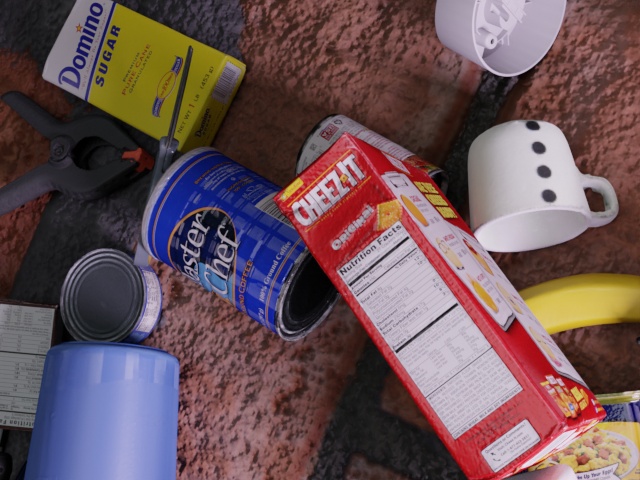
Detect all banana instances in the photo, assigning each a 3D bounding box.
[{"bbox_3d":[0.161,0.065,0.773,0.198,0.037,0.070,-30,73,15],"label":"banana"}]

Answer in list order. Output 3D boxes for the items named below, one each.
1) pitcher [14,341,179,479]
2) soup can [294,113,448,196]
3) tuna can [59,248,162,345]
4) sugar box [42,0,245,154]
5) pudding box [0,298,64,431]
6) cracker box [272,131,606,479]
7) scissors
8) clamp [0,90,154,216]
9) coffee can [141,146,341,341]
[{"bbox_3d":[-0.184,0.207,0.850,0.149,0.145,0.243,5,77,-7],"label":"pitcher"},{"bbox_3d":[0.039,-0.047,0.828,0.102,0.068,0.068,32,94,25],"label":"soup can"},{"bbox_3d":[-0.180,0.051,0.922,0.086,0.033,0.086,-4,79,22],"label":"tuna can"},{"bbox_3d":[-0.159,-0.149,0.943,0.176,0.048,0.093,28,92,24],"label":"sugar box"},{"bbox_3d":[-0.276,0.107,0.932,0.090,0.039,0.113,6,87,-3],"label":"pudding box"},{"bbox_3d":[0.079,0.045,0.673,0.072,0.164,0.214,-40,71,14],"label":"cracker box"},{"bbox_3d":[-0.124,-0.074,0.868,0.016,0.096,0.202,14,114,-8],"label":"scissors"},{"bbox_3d":[-0.235,-0.067,0.964,0.172,0.039,0.120,13,87,24],"label":"clamp"},{"bbox_3d":[-0.056,0.001,0.840,0.140,0.102,0.103,30,93,25],"label":"coffee can"}]
